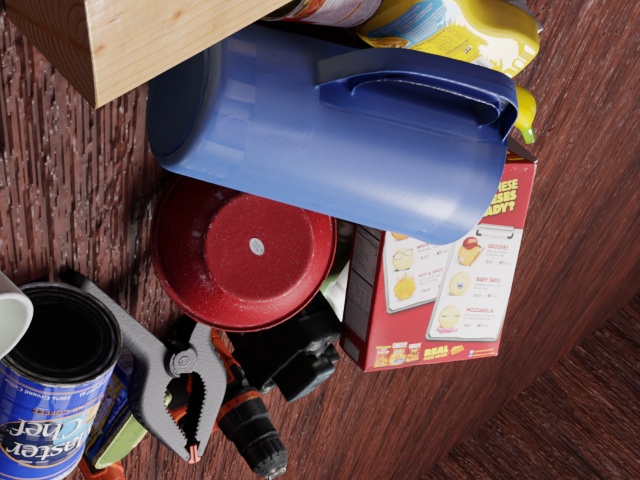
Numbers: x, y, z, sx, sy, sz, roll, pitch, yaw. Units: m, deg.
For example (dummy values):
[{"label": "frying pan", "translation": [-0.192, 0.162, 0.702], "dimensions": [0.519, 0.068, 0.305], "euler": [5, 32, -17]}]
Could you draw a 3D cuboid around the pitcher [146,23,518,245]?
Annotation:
[{"label": "pitcher", "translation": [0.010, -0.085, 0.758], "dimensions": [0.242, 0.145, 0.149], "euler": [11, 109, -31]}]

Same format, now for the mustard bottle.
[{"label": "mustard bottle", "translation": [0.081, -0.182, 0.854], "dimensions": [0.191, 0.058, 0.096], "euler": [21, 150, -38]}]

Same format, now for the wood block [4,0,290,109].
[{"label": "wood block", "translation": [-0.070, -0.175, 0.606], "dimensions": [0.205, 0.091, 0.090], "euler": [-35, 158, -25]}]

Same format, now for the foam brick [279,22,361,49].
[{"label": "foam brick", "translation": [-0.009, -0.133, 0.856], "dimensions": [0.052, 0.051, 0.078], "euler": [-31, 155, -30]}]

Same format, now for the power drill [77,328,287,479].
[{"label": "power drill", "translation": [-0.147, 0.189, 1.053], "dimensions": [0.187, 0.184, 0.057], "euler": [-29, 155, -14]}]

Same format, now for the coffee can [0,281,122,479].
[{"label": "coffee can", "translation": [-0.225, 0.117, 0.853], "dimensions": [0.102, 0.103, 0.140], "euler": [-24, 151, -44]}]

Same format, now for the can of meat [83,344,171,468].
[{"label": "can of meat", "translation": [-0.198, 0.147, 0.989], "dimensions": [0.102, 0.084, 0.057], "euler": [-53, 158, 20]}]

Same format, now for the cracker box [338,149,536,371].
[{"label": "cracker box", "translation": [0.113, 0.016, 1.066], "dimensions": [0.164, 0.072, 0.214], "euler": [-4, 113, -27]}]

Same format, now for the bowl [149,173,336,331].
[{"label": "bowl", "translation": [-0.056, 0.001, 0.871], "dimensions": [0.162, 0.162, 0.055], "euler": [-42, -163, -8]}]

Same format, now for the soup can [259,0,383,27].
[{"label": "soup can", "translation": [-0.006, -0.184, 0.742], "dimensions": [0.102, 0.068, 0.069], "euler": [-12, 142, -57]}]

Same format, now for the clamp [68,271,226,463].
[{"label": "clamp", "translation": [-0.137, 0.098, 0.926], "dimensions": [0.164, 0.036, 0.210], "euler": [-10, 108, -35]}]
